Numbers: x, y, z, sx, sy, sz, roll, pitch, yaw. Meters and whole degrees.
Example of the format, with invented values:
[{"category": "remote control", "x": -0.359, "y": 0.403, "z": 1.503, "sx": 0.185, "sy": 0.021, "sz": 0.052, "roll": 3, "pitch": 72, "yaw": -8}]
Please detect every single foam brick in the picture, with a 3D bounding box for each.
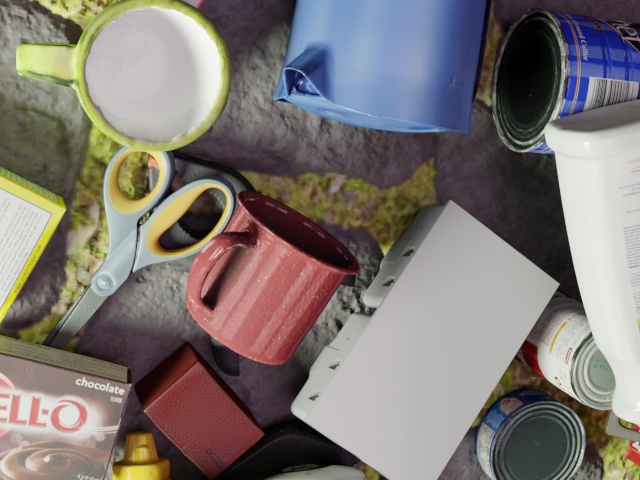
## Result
[{"category": "foam brick", "x": -0.087, "y": 0.121, "z": 0.764, "sx": 0.053, "sy": 0.051, "sz": 0.078, "roll": -40, "pitch": 111, "yaw": -5}]

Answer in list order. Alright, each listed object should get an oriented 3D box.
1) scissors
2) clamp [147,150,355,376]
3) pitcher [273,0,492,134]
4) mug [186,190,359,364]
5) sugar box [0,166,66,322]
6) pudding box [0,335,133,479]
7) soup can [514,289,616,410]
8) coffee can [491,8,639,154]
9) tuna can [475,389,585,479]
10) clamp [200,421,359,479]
[{"category": "scissors", "x": -0.150, "y": 0.007, "z": 0.719, "sx": 0.202, "sy": 0.016, "sz": 0.096, "roll": -33, "pitch": 102, "yaw": 8}, {"category": "clamp", "x": -0.055, "y": 0.001, "z": 0.752, "sx": 0.120, "sy": 0.039, "sz": 0.171, "roll": -32, "pitch": 110, "yaw": -9}, {"category": "pitcher", "x": 0.060, "y": -0.193, "z": 0.706, "sx": 0.145, "sy": 0.149, "sz": 0.243, "roll": 10, "pitch": 97, "yaw": -3}, {"category": "mug", "x": -0.041, "y": 0.025, "z": 0.687, "sx": 0.081, "sy": 0.093, "sz": 0.117, "roll": -57, "pitch": 149, "yaw": 13}, {"category": "sugar box", "x": -0.262, "y": -0.025, "z": 0.675, "sx": 0.176, "sy": 0.048, "sz": 0.093, "roll": 29, "pitch": 93, "yaw": -19}, {"category": "pudding box", "x": -0.193, "y": 0.118, "z": 0.724, "sx": 0.113, "sy": 0.039, "sz": 0.090, "roll": 14, "pitch": 105, "yaw": -15}, {"category": "soup can", "x": 0.196, "y": 0.082, "z": 0.821, "sx": 0.068, "sy": 0.102, "sz": 0.068, "roll": -4, "pitch": 104, "yaw": -18}, {"category": "coffee can", "x": 0.211, "y": -0.110, "z": 0.780, "sx": 0.140, "sy": 0.103, "sz": 0.103, "roll": 3, "pitch": 102, "yaw": -19}, {"category": "tuna can", "x": 0.170, "y": 0.165, "z": 0.870, "sx": 0.086, "sy": 0.034, "sz": 0.086, "roll": -4, "pitch": 104, "yaw": -17}, {"category": "clamp", "x": 0.011, "y": 0.173, "z": 0.816, "sx": 0.209, "sy": 0.036, "sz": 0.164, "roll": 4, "pitch": 92, "yaw": -16}]
